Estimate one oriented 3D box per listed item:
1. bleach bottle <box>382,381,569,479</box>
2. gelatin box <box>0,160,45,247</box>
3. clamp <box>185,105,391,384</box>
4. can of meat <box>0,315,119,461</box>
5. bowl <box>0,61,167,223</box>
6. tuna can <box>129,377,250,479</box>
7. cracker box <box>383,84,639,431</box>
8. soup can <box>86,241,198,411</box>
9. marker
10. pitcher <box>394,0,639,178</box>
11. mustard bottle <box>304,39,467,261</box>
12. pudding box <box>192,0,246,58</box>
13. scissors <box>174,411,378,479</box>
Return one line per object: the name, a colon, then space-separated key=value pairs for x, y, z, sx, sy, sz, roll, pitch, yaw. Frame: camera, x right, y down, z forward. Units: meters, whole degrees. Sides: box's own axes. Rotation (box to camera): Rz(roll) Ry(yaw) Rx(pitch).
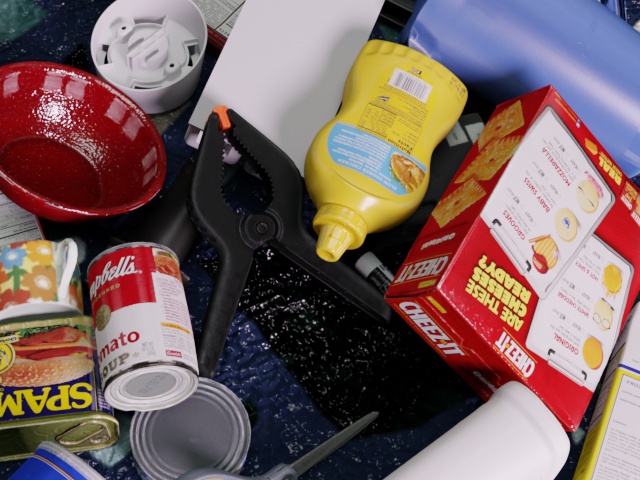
bleach bottle: x=0.048 y=0.194 z=0.718 sx=0.250 sy=0.103 sz=0.068 roll=-28 pitch=62 yaw=-22
gelatin box: x=-0.263 y=-0.013 z=0.845 sx=0.073 sy=0.030 sz=0.089 roll=-18 pitch=63 yaw=-19
clamp: x=-0.055 y=0.001 z=0.824 sx=0.164 sy=0.036 sz=0.210 roll=-25 pitch=90 yaw=-18
can of meat: x=-0.199 y=0.106 z=0.767 sx=0.102 sy=0.057 sz=0.084 roll=-5 pitch=58 yaw=-11
bowl: x=-0.207 y=-0.067 z=0.849 sx=0.162 sy=0.055 sz=0.162 roll=21 pitch=42 yaw=-20
tuna can: x=-0.094 y=0.144 z=0.770 sx=0.086 sy=0.034 sz=0.086 roll=3 pitch=59 yaw=-6
cracker box: x=0.163 y=0.014 z=0.821 sx=0.164 sy=0.072 sz=0.213 roll=45 pitch=59 yaw=-19
soup can: x=-0.126 y=0.062 z=0.757 sx=0.068 sy=0.068 sz=0.102 roll=-7 pitch=55 yaw=-12
marker: x=0.073 y=0.057 z=0.851 sx=0.020 sy=0.020 sz=0.121 roll=-35 pitch=69 yaw=-24
pitcher: x=0.200 y=-0.168 z=0.914 sx=0.243 sy=0.149 sz=0.145 roll=33 pitch=31 yaw=-5
mustard bottle: x=0.041 y=-0.064 z=0.829 sx=0.096 sy=0.058 sz=0.191 roll=28 pitch=60 yaw=-3
pudding box: x=-0.059 y=-0.209 z=0.981 sx=0.090 sy=0.039 sz=0.113 roll=37 pitch=65 yaw=11
scissors: x=-0.039 y=0.159 z=0.745 sx=0.201 sy=0.096 sz=0.016 roll=-43 pitch=40 yaw=-24
